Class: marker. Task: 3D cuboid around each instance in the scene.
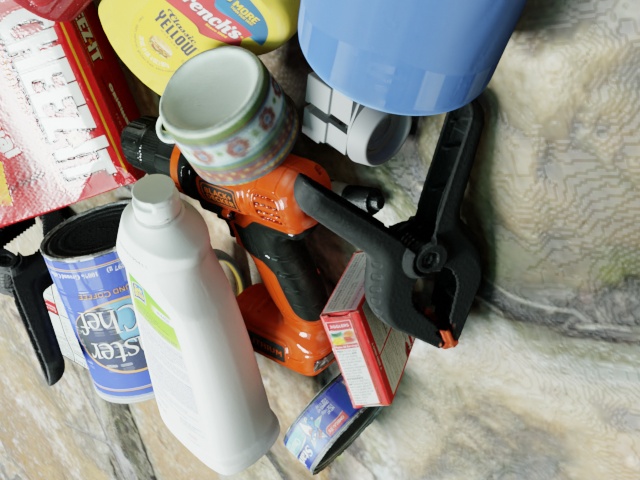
[{"bbox_3d":[-0.006,-0.036,0.738,0.121,0.020,0.020,14,128,39],"label":"marker"}]

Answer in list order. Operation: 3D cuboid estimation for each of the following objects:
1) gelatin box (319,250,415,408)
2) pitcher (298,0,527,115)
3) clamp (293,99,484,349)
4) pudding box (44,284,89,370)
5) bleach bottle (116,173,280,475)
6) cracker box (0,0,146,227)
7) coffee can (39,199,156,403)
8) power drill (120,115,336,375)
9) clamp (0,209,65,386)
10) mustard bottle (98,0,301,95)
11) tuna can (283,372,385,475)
[{"bbox_3d":[0.034,0.056,0.713,0.030,0.089,0.073,-9,115,22],"label":"gelatin box"},{"bbox_3d":[0.049,-0.180,0.483,0.149,0.144,0.243,56,150,30],"label":"pitcher"},{"bbox_3d":[0.048,0.003,0.645,0.039,0.120,0.171,-121,18,-55],"label":"clamp"},{"bbox_3d":[-0.233,0.072,1.038,0.090,0.039,0.113,21,134,33],"label":"pudding box"},{"bbox_3d":[-0.091,0.059,0.761,0.103,0.068,0.251,33,147,32],"label":"bleach bottle"},{"bbox_3d":[-0.258,-0.095,0.821,0.214,0.072,0.164,-16,111,12],"label":"cracker box"},{"bbox_3d":[-0.163,0.050,0.897,0.103,0.102,0.140,9,124,41],"label":"coffee can"},{"bbox_3d":[-0.055,0.001,0.762,0.185,0.057,0.187,22,144,39],"label":"power drill"},{"bbox_3d":[-0.284,0.030,0.928,0.164,0.210,0.036,9,134,-4],"label":"clamp"},{"bbox_3d":[-0.060,-0.156,0.668,0.096,0.058,0.192,49,142,-14],"label":"mustard bottle"},{"bbox_3d":[0.012,0.132,0.796,0.034,0.086,0.086,43,141,15],"label":"tuna can"}]
